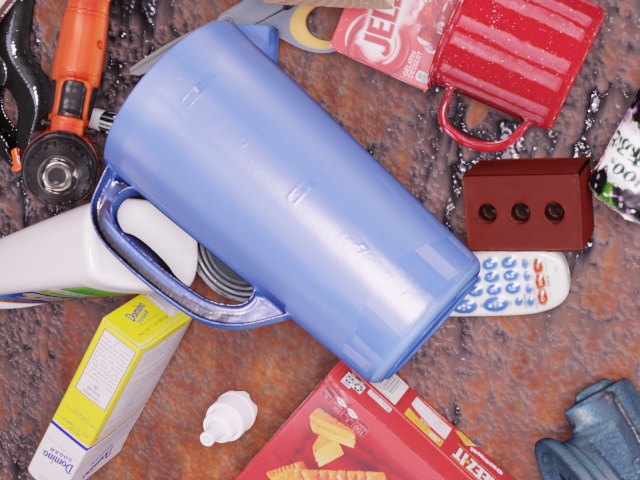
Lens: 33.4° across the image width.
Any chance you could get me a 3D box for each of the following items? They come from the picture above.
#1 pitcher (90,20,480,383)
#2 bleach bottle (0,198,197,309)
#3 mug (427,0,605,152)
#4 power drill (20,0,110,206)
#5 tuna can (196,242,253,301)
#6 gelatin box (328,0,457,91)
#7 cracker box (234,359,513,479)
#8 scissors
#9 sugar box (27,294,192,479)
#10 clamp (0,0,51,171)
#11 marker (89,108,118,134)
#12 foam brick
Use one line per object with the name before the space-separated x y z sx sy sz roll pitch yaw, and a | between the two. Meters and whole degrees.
pitcher | -0.024 -0.014 0.707 0.243 0.144 0.149 42 126 10
bleach bottle | -0.213 0.021 0.847 0.251 0.102 0.068 -12 76 45
mug | 0.117 -0.110 0.659 0.081 0.093 0.117 26 87 9
power drill | -0.170 -0.117 0.738 0.057 0.184 0.188 11 95 -16
tuna can | -0.055 0.001 0.809 0.086 0.033 0.086 8 110 22
gelatin box | 0.055 -0.153 0.700 0.073 0.030 0.089 25 109 6
cracker box | 0.020 0.209 0.825 0.164 0.072 0.214 42 119 6
scissors | -0.048 -0.145 0.767 0.202 0.016 0.096 -37 90 29
sugar box | -0.170 0.121 0.867 0.048 0.093 0.176 38 118 8
clamp | -0.249 -0.144 0.845 0.120 0.039 0.171 -19 98 31
marker | -0.153 -0.088 0.831 0.121 0.020 0.020 17 113 18
foam brick | 0.137 -0.024 0.705 0.078 0.051 0.053 -1 107 24
